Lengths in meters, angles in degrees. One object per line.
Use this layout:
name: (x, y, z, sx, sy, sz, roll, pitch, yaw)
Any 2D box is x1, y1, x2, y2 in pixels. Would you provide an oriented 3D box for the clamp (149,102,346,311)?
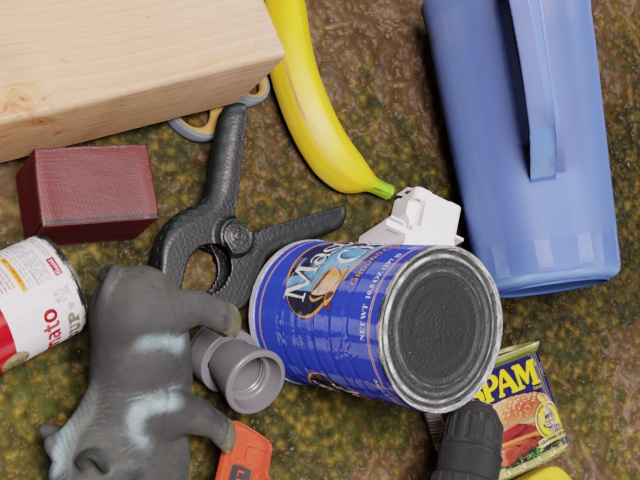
clamp: (-0.055, 0.001, 0.744, 0.120, 0.039, 0.171, 34, 69, -14)

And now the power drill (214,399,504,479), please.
power drill: (0.022, 0.174, 0.684, 0.187, 0.057, 0.184, 14, 64, 0)

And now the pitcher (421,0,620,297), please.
pitcher: (0.158, -0.083, 0.820, 0.148, 0.145, 0.243, 0, 79, -41)

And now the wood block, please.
wood block: (-0.141, -0.121, 0.687, 0.205, 0.090, 0.091, -20, 85, -31)

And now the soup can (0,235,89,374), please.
soup can: (-0.199, 0.046, 0.637, 0.102, 0.069, 0.068, -29, 88, -32)

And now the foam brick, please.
foam brick: (-0.153, -0.029, 0.695, 0.078, 0.053, 0.051, -5, 77, -30)

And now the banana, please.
banana: (-0.008, -0.114, 0.810, 0.069, 0.037, 0.198, -19, 86, -61)

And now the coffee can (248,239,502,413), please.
coffee can: (0.033, 0.052, 0.699, 0.102, 0.141, 0.103, -1, 92, -37)

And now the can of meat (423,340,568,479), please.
can of meat: (0.127, 0.129, 0.787, 0.101, 0.058, 0.084, -15, 84, -30)

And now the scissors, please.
scissors: (-0.129, -0.144, 0.765, 0.201, 0.016, 0.096, 30, 63, -16)
